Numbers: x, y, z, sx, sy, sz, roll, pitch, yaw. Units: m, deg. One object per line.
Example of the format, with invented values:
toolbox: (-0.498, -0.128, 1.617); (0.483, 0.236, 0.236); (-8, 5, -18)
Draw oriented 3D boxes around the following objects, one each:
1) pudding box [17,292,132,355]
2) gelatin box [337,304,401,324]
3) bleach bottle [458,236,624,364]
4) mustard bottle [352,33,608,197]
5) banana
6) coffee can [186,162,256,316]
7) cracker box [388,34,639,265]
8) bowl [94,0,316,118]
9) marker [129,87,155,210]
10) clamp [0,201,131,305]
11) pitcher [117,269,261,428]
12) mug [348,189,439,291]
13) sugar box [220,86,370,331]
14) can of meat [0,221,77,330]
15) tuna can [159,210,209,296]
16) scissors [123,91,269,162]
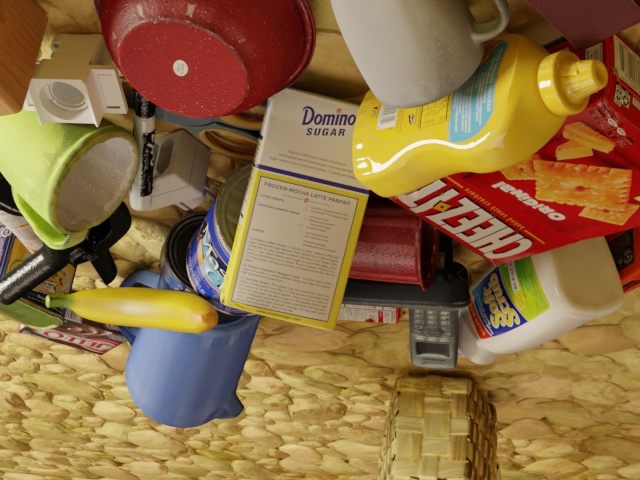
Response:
pudding box: (-0.289, 0.098, 1.268); (0.113, 0.039, 0.090); (22, 149, -26)
gelatin box: (0.041, 0.057, 1.121); (0.089, 0.030, 0.073); (4, 151, 6)
bleach bottle: (0.189, 0.067, 1.025); (0.068, 0.102, 0.251); (-5, 158, -21)
mustard bottle: (0.108, -0.090, 0.726); (0.058, 0.096, 0.192); (34, 151, -33)
banana: (-0.162, 0.067, 0.996); (0.198, 0.037, 0.069); (1, -169, 31)
coffee can: (-0.056, 0.001, 0.942); (0.102, 0.103, 0.140); (14, 159, -13)
cracker box: (0.172, -0.060, 0.820); (0.164, 0.072, 0.214); (30, 146, -36)
bowl: (-0.087, -0.135, 0.733); (0.162, 0.055, 0.162); (10, 144, 7)
marker: (-0.143, -0.076, 0.860); (0.020, 0.020, 0.121); (9, 130, -3)
clamp: (-0.210, 0.003, 0.961); (0.120, 0.039, 0.172); (-14, 159, -48)
pitcher: (-0.142, 0.095, 1.150); (0.149, 0.145, 0.243); (0, 151, -16)
mug: (0.055, -0.013, 0.927); (0.082, 0.093, 0.117); (4, 139, 16)
sugar box: (-0.014, -0.026, 0.832); (0.093, 0.176, 0.048); (14, -175, -10)
can of meat: (-0.304, 0.036, 1.107); (0.058, 0.084, 0.102); (-16, 145, 37)
tuna can: (-0.110, 0.017, 1.022); (0.086, 0.086, 0.034); (15, 153, -14)
scissors: (-0.114, -0.112, 0.853); (0.201, 0.016, 0.096); (22, 148, -25)
